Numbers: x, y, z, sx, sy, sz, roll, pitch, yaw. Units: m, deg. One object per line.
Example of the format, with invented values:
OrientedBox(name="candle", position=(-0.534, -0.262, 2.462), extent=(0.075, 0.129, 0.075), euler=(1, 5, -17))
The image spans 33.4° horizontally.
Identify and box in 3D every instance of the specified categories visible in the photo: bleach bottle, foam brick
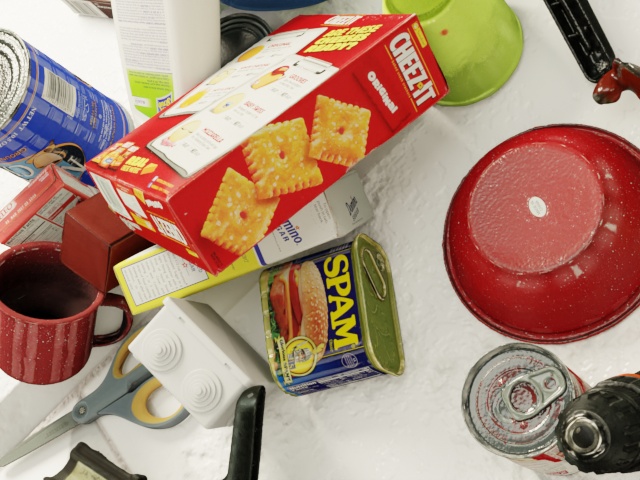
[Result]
OrientedBox(name="bleach bottle", position=(-0.123, -0.144, 0.847), extent=(0.103, 0.067, 0.251), euler=(16, 114, 44))
OrientedBox(name="foam brick", position=(-0.160, -0.005, 0.845), extent=(0.051, 0.078, 0.053), euler=(33, 131, 18))

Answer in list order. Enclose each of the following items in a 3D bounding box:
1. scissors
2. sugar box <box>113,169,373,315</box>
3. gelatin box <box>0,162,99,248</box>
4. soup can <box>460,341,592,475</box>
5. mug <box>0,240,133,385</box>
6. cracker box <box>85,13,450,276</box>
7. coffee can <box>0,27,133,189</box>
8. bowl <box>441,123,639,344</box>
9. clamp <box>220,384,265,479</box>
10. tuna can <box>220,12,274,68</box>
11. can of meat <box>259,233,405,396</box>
OrientedBox(name="scissors", position=(-0.174, 0.146, 0.854), extent=(0.202, 0.016, 0.096), euler=(-45, 59, 7))
OrientedBox(name="sugar box", position=(-0.055, 0.001, 0.796), extent=(0.176, 0.093, 0.048), euler=(-18, 95, 20))
OrientedBox(name="gelatin box", position=(-0.219, -0.018, 0.892), extent=(0.073, 0.089, 0.030), euler=(-42, 59, 9))
OrientedBox(name="soup can", position=(0.135, 0.106, 0.656), extent=(0.069, 0.102, 0.068), euler=(-9, 69, 25))
OrientedBox(name="mug", position=(-0.210, 0.061, 0.857), extent=(0.093, 0.117, 0.082), euler=(-104, 23, -46))
OrientedBox(name="cracker box", position=(-0.040, -0.076, 0.753), extent=(0.213, 0.072, 0.164), euler=(-38, 27, -18))
OrientedBox(name="coffee can", position=(-0.240, -0.102, 0.902), extent=(0.103, 0.140, 0.103), euler=(-9, 69, 25))
OrientedBox(name="bowl", position=(0.150, -0.014, 0.719), extent=(0.162, 0.055, 0.162), euler=(-9, 69, 24))
OrientedBox(name="clamp", position=(-0.036, 0.192, 0.735), extent=(0.120, 0.039, 0.172), euler=(34, 115, 8))
OrientedBox(name="tuna can", position=(-0.068, -0.144, 0.889), extent=(0.086, 0.033, 0.086), euler=(-9, 69, 24))
OrientedBox(name="can of meat", position=(0.007, 0.056, 0.768), extent=(0.084, 0.057, 0.102), euler=(-18, 65, 24))
